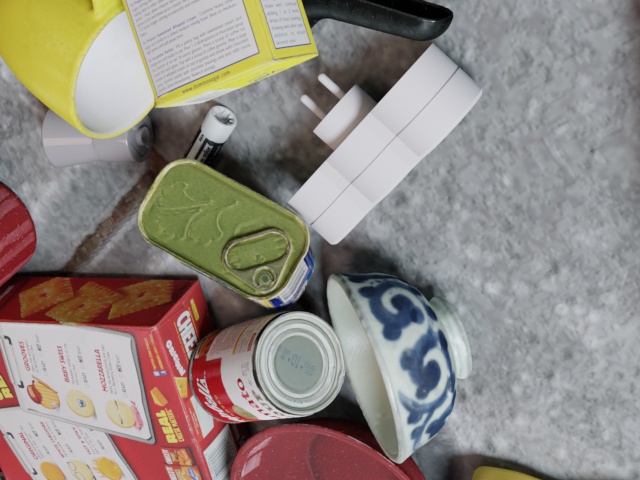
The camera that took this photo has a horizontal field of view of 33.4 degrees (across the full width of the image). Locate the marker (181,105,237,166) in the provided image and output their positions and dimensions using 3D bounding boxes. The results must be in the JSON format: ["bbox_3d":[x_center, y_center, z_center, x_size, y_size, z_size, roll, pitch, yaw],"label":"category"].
[{"bbox_3d":[-0.088,-0.041,0.704,0.020,0.020,0.121,38,130,1],"label":"marker"}]

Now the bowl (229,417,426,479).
[{"bbox_3d":[0.019,0.180,0.745,0.162,0.055,0.162,14,124,22],"label":"bowl"}]

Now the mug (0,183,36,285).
[{"bbox_3d":[-0.262,-0.005,0.779,0.093,0.081,0.117,26,129,10],"label":"mug"}]

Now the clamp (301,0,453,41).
[{"bbox_3d":[-0.009,-0.141,0.581,0.172,0.039,0.120,-22,94,42],"label":"clamp"}]

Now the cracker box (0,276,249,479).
[{"bbox_3d":[-0.171,0.111,0.814,0.214,0.072,0.164,0,120,29],"label":"cracker box"}]

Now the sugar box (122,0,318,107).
[{"bbox_3d":[-0.071,-0.167,0.564,0.094,0.048,0.176,-14,92,38],"label":"sugar box"}]

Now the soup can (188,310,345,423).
[{"bbox_3d":[-0.036,0.085,0.707,0.068,0.068,0.102,52,150,-11],"label":"soup can"}]

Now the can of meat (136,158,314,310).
[{"bbox_3d":[-0.054,0.001,0.665,0.102,0.057,0.084,28,172,10],"label":"can of meat"}]
